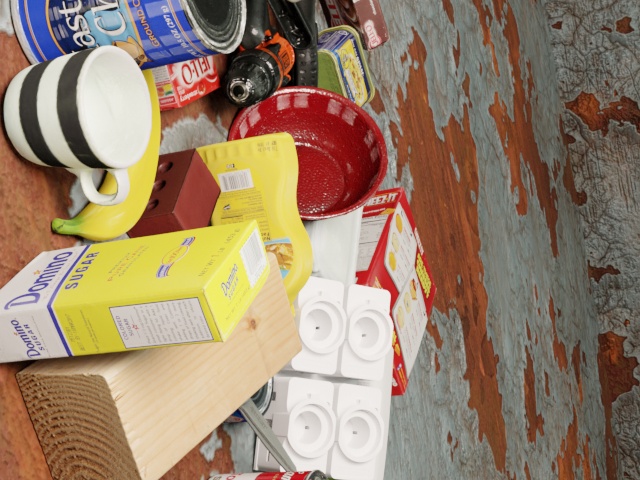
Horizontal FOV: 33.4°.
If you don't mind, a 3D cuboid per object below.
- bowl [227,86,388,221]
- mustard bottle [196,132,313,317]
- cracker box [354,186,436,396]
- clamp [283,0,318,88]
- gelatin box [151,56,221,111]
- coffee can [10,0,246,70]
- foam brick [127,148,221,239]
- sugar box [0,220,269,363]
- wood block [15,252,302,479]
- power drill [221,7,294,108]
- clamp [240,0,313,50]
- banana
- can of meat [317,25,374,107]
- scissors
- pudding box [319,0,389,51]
[{"bbox_3d":[-0.016,-0.077,1.081,0.055,0.162,0.162,106,-7,-58],"label":"bowl"},{"bbox_3d":[-0.056,0.001,0.986,0.058,0.096,0.191,-24,105,-66],"label":"mustard bottle"},{"bbox_3d":[0.073,0.061,1.304,0.213,0.072,0.164,-66,142,-52],"label":"cracker box"},{"bbox_3d":[-0.024,-0.233,1.175,0.164,0.036,0.210,-118,-155,-71],"label":"clamp"},{"bbox_3d":[-0.126,-0.162,0.958,0.089,0.030,0.073,-44,123,-62],"label":"gelatin box"},{"bbox_3d":[-0.140,-0.175,0.787,0.102,0.140,0.103,-7,90,-67],"label":"coffee can"},{"bbox_3d":[-0.124,-0.029,0.894,0.051,0.053,0.078,61,30,-41],"label":"foam brick"},{"bbox_3d":[-0.129,0.034,0.703,0.093,0.176,0.048,-58,137,-57],"label":"sugar box"},{"bbox_3d":[-0.111,0.091,0.794,0.205,0.090,0.091,-36,116,-52],"label":"wood block"},{"bbox_3d":[-0.078,-0.229,1.033,0.184,0.057,0.187,-71,150,-70],"label":"power drill"},{"bbox_3d":[-0.057,-0.241,0.921,0.120,0.039,0.171,-46,119,-67],"label":"clamp"},{"bbox_3d":[-0.156,-0.071,0.850,0.069,0.037,0.197,57,34,-47],"label":"banana"},{"bbox_3d":[0.017,-0.193,1.271,0.083,0.058,0.102,-55,132,-55],"label":"can of meat"},{"bbox_3d":[-0.070,0.114,0.935,0.201,0.016,0.096,45,49,-26],"label":"scissors"},{"bbox_3d":[0.033,-0.293,1.300,0.039,0.090,0.113,-30,120,-19],"label":"pudding box"}]
